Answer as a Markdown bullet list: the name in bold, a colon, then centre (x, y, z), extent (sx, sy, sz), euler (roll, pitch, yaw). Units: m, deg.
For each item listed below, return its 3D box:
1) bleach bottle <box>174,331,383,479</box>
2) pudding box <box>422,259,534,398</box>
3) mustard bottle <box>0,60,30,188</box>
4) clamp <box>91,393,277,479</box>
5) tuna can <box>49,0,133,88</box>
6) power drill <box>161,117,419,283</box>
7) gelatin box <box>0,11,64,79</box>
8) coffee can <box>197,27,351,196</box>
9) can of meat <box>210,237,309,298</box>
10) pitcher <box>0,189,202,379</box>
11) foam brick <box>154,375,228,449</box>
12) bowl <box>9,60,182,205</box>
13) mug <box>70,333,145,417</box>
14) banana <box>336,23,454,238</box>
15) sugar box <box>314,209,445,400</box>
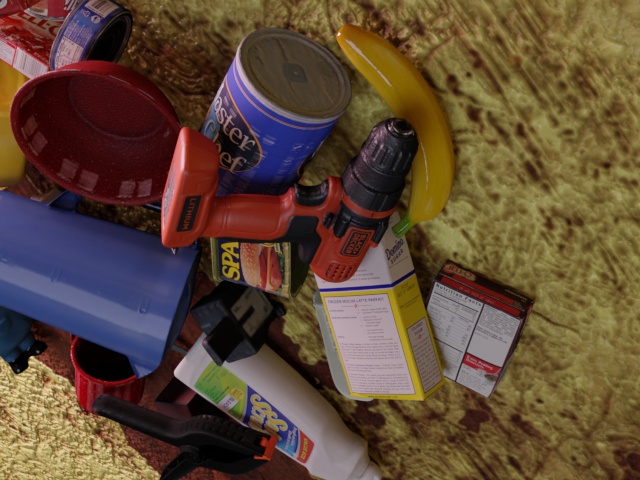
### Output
- **bleach bottle**: centre (-0.035, 0.185, 1.164), extent (0.251, 0.068, 0.103), euler (37, 136, -2)
- **pudding box**: centre (0.139, 0.084, 0.997), extent (0.090, 0.039, 0.114), euler (26, 130, 16)
- **mustard bottle**: centre (-0.329, -0.110, 1.095), extent (0.096, 0.058, 0.192), euler (67, 154, 24)
- **clamp**: centre (-0.146, 0.221, 1.187), extent (0.210, 0.036, 0.164), euler (-9, 134, 36)
- **tuna can**: centre (-0.207, -0.180, 0.970), extent (0.034, 0.086, 0.086), euler (32, 134, 4)
- **power drill**: centre (-0.028, -0.039, 0.870), extent (0.187, 0.057, 0.185), euler (9, 137, -15)
- **gelatin box**: centre (-0.271, -0.192, 1.009), extent (0.089, 0.073, 0.030), euler (33, 133, 6)
- **coffee can**: centre (-0.048, -0.098, 0.925), extent (0.103, 0.102, 0.140), euler (37, 134, 1)
- **can of meat**: centre (-0.057, 0.001, 1.039), extent (0.084, 0.057, 0.102), euler (15, 128, 18)
- **pitcher**: centre (-0.246, 0.022, 1.088), extent (0.243, 0.149, 0.145), euler (19, 140, -2)
- **foam brick**: centre (-0.150, 0.203, 1.253), extent (0.051, 0.053, 0.078), euler (0, 124, 31)
- **bowl**: centre (-0.186, -0.104, 0.939), extent (0.162, 0.055, 0.162), euler (8, 140, 6)
- **mug**: centre (-0.254, 0.146, 1.252), extent (0.117, 0.093, 0.082), euler (38, 141, 20)
- **banana**: centre (0.071, -0.093, 0.890), extent (0.069, 0.037, 0.198), euler (-17, 114, 1)
- **sugar box**: centre (0.050, 0.060, 0.996), extent (0.094, 0.048, 0.176), euler (-5, 104, 42)
